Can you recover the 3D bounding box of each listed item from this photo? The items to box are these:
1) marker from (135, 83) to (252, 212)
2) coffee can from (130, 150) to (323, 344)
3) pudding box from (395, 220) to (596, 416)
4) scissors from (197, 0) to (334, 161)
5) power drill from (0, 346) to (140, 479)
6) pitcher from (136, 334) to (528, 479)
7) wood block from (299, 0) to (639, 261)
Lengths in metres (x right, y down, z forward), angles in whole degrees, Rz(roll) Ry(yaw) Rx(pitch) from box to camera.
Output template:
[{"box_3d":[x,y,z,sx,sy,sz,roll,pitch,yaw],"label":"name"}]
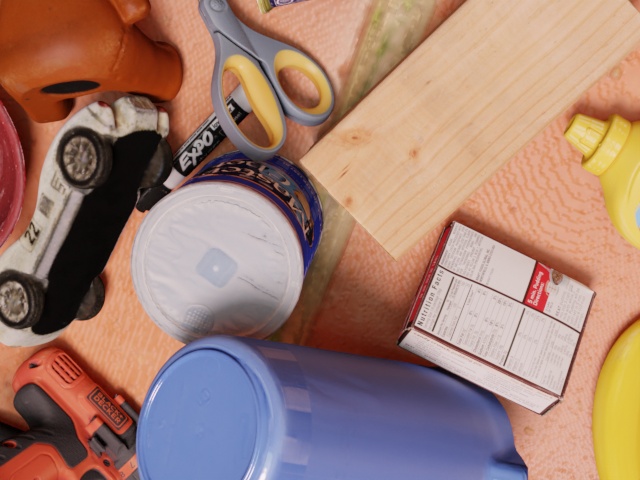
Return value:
[{"box_3d":[-0.086,-0.063,0.739,0.020,0.020,0.121,44,103,-5],"label":"marker"},{"box_3d":[-0.055,0.001,0.688,0.103,0.140,0.103,1,103,5],"label":"coffee can"},{"box_3d":[0.118,0.051,0.711,0.113,0.039,0.090,25,63,1],"label":"pudding box"},{"box_3d":[-0.052,-0.149,0.710,0.096,0.016,0.202,-10,76,-32],"label":"scissors"},{"box_3d":[-0.170,0.176,0.720,0.184,0.187,0.057,45,115,-2],"label":"power drill"},{"box_3d":[0.000,0.128,0.659,0.149,0.242,0.145,-43,54,21],"label":"pitcher"},{"box_3d":[0.095,-0.094,0.677,0.206,0.090,0.090,-43,96,13],"label":"wood block"}]
